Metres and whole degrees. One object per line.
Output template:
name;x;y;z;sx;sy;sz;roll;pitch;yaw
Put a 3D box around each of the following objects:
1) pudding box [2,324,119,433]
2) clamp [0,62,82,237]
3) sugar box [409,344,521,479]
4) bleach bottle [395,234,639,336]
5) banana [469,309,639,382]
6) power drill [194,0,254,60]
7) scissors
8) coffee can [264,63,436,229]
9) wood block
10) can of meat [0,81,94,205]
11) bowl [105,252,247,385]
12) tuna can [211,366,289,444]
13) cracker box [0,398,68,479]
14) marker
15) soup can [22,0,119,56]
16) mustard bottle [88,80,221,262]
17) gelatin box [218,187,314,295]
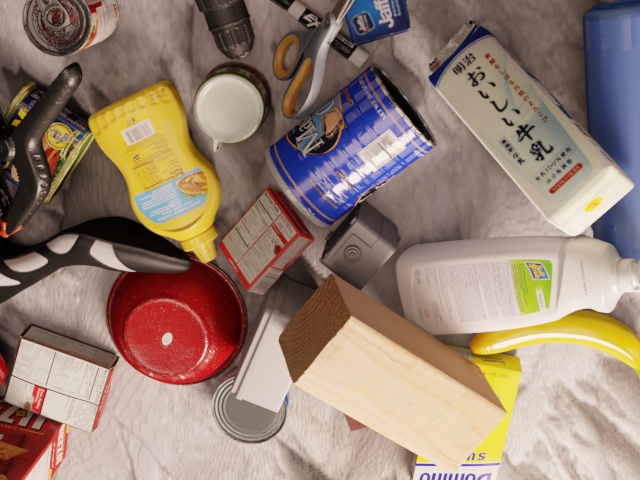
pudding box;-0.295;0.157;1.213;0.113;0.039;0.090;20;108;-2
clamp;-0.318;-0.105;1.062;0.165;0.036;0.210;24;121;16
sugar box;0.158;0.207;1.175;0.093;0.048;0.176;10;107;3
bleach bottle;0.198;0.046;1.051;0.251;0.067;0.102;-4;108;38
banana;0.260;0.105;1.131;0.198;0.037;0.069;11;89;4
power drill;-0.055;-0.274;1.007;0.188;0.057;0.184;-9;110;35
scissors;0.000;-0.212;1.029;0.016;0.096;0.202;3;125;-34
coffee can;0.030;-0.093;1.065;0.140;0.102;0.103;-37;100;15
wood block;0.070;0.133;1.055;0.205;0.091;0.090;33;104;-25
can of meat;-0.296;-0.100;1.123;0.084;0.057;0.102;34;107;-7
bowl;-0.164;0.096;1.171;0.162;0.055;0.162;2;108;6
tuna can;-0.078;0.183;1.199;0.086;0.033;0.086;2;107;6
cracker box;-0.384;0.240;1.156;0.164;0.213;0.072;12;106;2
marker;-0.003;-0.217;1.073;0.121;0.020;0.020;37;107;-6
soup can;-0.244;-0.222;1.054;0.068;0.102;0.068;2;108;5
mustard bottle;-0.158;-0.063;1.118;0.096;0.058;0.191;-24;103;8
gelatin box;-0.057;0.001;1.122;0.089;0.030;0.073;-47;54;16
